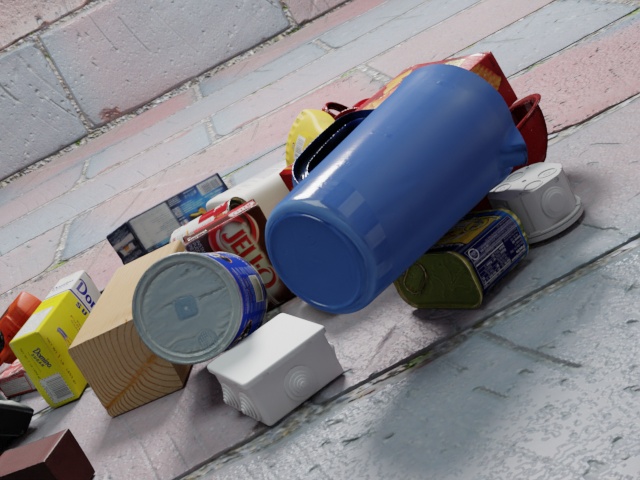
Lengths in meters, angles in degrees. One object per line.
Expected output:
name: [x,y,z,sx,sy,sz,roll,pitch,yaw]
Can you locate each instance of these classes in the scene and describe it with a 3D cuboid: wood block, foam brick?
wood block: [-0.187,0.090,1.160,0.091,0.090,0.206,-24,18,12]
foam brick: [-0.256,0.215,0.969,0.078,0.053,0.051,-22,18,20]

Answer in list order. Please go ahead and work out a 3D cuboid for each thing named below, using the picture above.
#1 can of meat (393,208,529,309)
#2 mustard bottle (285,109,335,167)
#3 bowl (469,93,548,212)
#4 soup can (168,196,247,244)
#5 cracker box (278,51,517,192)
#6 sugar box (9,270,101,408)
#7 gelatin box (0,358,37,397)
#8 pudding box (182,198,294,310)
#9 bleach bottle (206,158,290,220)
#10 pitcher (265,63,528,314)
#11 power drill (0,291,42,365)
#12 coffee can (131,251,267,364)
can of meat: [0.125,0.015,0.959,0.083,0.057,0.102,-38,20,-34]
mustard bottle: [0.022,-0.094,1.348,0.058,0.096,0.192,4,21,-31]
bowl: [0.180,-0.078,1.098,0.162,0.055,0.162,-43,7,6]
soup can: [-0.134,-0.004,1.363,0.102,0.068,0.068,-28,16,25]
cracker box: [0.080,-0.111,1.142,0.213,0.072,0.164,-41,20,-21]
sugar box: [-0.295,0.111,1.254,0.048,0.093,0.176,-22,19,16]
gelatin box: [-0.345,0.154,1.313,0.089,0.030,0.073,-17,20,29]
pudding box: [-0.083,0.025,1.146,0.090,0.113,0.039,-29,20,-3]
bleach bottle: [-0.035,-0.088,1.483,0.250,0.068,0.103,-35,19,-29]
pitcher: [0.053,-0.046,0.923,0.242,0.145,0.149,-43,3,-41]
power drill: [-0.410,0.137,1.325,0.185,0.057,0.187,-47,4,28]
coffee can: [-0.113,0.062,1.034,0.103,0.103,0.140,-26,-3,6]
